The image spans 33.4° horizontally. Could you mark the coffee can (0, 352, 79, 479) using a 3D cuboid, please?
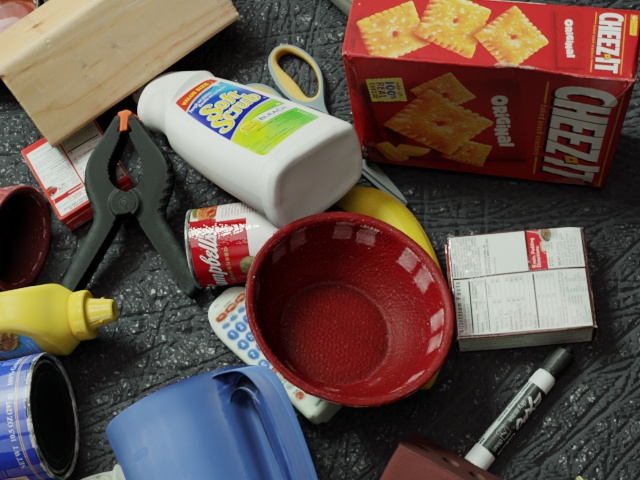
[{"bbox_3d":[-0.278,0.152,0.855,0.140,0.103,0.103,-11,66,6],"label":"coffee can"}]

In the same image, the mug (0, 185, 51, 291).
[{"bbox_3d":[-0.292,-0.014,0.942,0.082,0.093,0.117,9,40,19],"label":"mug"}]

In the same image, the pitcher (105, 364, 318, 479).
[{"bbox_3d":[-0.051,0.216,0.767,0.145,0.149,0.243,-25,69,0],"label":"pitcher"}]

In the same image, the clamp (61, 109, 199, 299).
[{"bbox_3d":[-0.174,-0.024,0.925,0.120,0.039,0.171,-10,82,-1],"label":"clamp"}]

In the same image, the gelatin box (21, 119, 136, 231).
[{"bbox_3d":[-0.219,-0.063,0.973,0.073,0.030,0.089,-33,66,-5],"label":"gelatin box"}]

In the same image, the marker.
[{"bbox_3d":[0.157,0.129,0.829,0.020,0.020,0.121,37,78,22],"label":"marker"}]

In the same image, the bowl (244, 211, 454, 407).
[{"bbox_3d":[0.018,0.060,0.817,0.162,0.055,0.162,6,60,-11],"label":"bowl"}]

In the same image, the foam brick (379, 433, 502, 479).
[{"bbox_3d":[0.087,0.186,0.792,0.078,0.053,0.051,26,99,18],"label":"foam brick"}]

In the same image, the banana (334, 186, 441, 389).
[{"bbox_3d":[0.065,0.025,0.882,0.070,0.037,0.198,-35,64,14],"label":"banana"}]

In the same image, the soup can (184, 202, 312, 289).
[{"bbox_3d":[-0.056,0.001,0.895,0.102,0.068,0.068,-7,67,7],"label":"soup can"}]

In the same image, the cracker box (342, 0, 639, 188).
[{"bbox_3d":[0.131,-0.116,0.848,0.214,0.164,0.072,8,66,10],"label":"cracker box"}]

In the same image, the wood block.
[{"bbox_3d":[-0.190,-0.188,0.966,0.206,0.090,0.091,-36,32,-8],"label":"wood block"}]

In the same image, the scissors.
[{"bbox_3d":[-0.009,-0.090,0.953,0.096,0.016,0.202,-27,66,0],"label":"scissors"}]

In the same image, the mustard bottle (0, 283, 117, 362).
[{"bbox_3d":[-0.263,0.074,0.888,0.191,0.096,0.058,-10,66,7],"label":"mustard bottle"}]

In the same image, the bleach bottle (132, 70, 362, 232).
[{"bbox_3d":[-0.084,-0.092,0.911,0.102,0.068,0.251,-36,43,-28],"label":"bleach bottle"}]

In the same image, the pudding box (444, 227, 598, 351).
[{"bbox_3d":[0.160,0.039,0.856,0.113,0.039,0.090,-6,67,10],"label":"pudding box"}]
